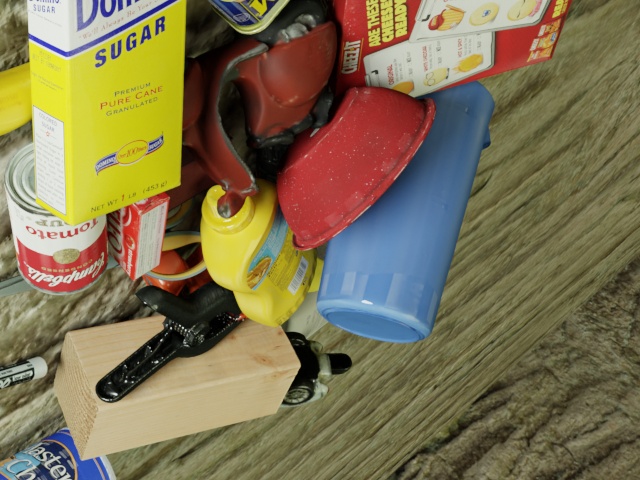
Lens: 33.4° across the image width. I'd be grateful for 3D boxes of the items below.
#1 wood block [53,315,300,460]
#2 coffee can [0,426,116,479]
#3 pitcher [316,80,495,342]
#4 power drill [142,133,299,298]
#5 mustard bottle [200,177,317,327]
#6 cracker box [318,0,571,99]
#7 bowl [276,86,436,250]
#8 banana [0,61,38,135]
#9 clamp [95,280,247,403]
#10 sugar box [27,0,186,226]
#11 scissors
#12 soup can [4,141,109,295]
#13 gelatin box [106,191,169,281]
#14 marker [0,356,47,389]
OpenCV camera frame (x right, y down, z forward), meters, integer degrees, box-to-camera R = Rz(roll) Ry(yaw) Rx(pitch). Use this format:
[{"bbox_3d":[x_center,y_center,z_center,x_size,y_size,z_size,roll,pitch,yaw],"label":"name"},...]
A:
[{"bbox_3d":[-0.137,0.128,1.022,0.205,0.090,0.091,-9,142,-31],"label":"wood block"},{"bbox_3d":[-0.286,0.259,1.053,0.140,0.103,0.103,-25,152,-44],"label":"coffee can"},{"bbox_3d":[0.065,-0.038,0.986,0.145,0.149,0.243,65,38,-68],"label":"pitcher"},{"bbox_3d":[-0.082,-0.018,0.979,0.187,0.057,0.184,-39,156,-14],"label":"power drill"},{"bbox_3d":[-0.056,0.001,0.904,0.096,0.058,0.191,-64,158,-15],"label":"mustard bottle"},{"bbox_3d":[0.103,-0.199,0.876,0.213,0.072,0.164,-16,152,-13],"label":"cracker box"},{"bbox_3d":[0.016,-0.070,0.848,0.162,0.055,0.162,-44,-165,15],"label":"bowl"},{"bbox_3d":[-0.216,-0.086,0.611,0.197,0.037,0.070,-21,127,-54],"label":"banana"},{"bbox_3d":[-0.127,0.084,0.945,0.120,0.039,0.171,-53,157,21],"label":"clamp"},{"bbox_3d":[-0.128,-0.105,0.652,0.093,0.048,0.176,-27,137,-42],"label":"sugar box"},{"bbox_3d":[-0.176,-0.004,0.860,0.201,0.016,0.096,-1,96,-32],"label":"scissors"},{"bbox_3d":[-0.185,-0.016,0.757,0.068,0.068,0.102,-35,157,-28],"label":"soup can"},{"bbox_3d":[-0.150,-0.023,0.804,0.030,0.073,0.089,-33,157,-31],"label":"gelatin box"},{"bbox_3d":[-0.283,0.121,0.906,0.120,0.020,0.020,-13,143,-57],"label":"marker"}]
